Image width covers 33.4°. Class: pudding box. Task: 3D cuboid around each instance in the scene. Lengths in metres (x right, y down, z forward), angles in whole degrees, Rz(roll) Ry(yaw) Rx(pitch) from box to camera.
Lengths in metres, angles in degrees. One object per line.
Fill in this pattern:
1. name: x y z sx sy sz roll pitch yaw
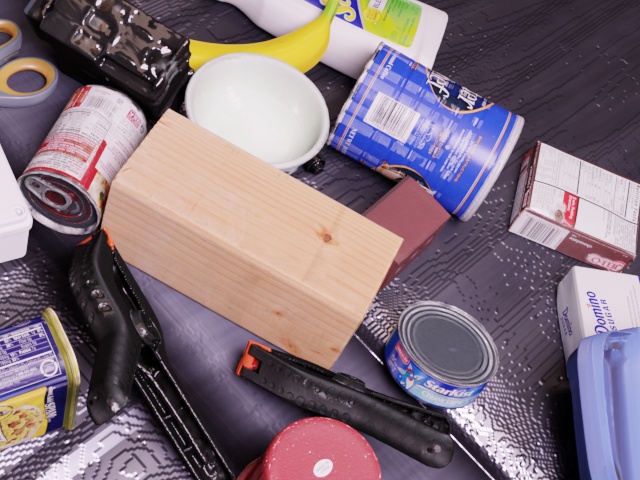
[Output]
1. pudding box: 0.235 -0.030 0.976 0.113 0.039 0.090 23 52 -6

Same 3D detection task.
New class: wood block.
1. wood block: -0.055 0.001 0.819 0.206 0.090 0.090 29 52 1

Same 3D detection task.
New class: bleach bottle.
1. bleach bottle: -0.011 -0.216 0.999 0.251 0.068 0.102 22 51 -2

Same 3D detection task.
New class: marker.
1. marker: -0.029 -0.108 0.945 0.020 0.020 0.121 -18 65 -29

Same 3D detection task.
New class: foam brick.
1. foam brick: 0.061 -0.005 0.888 0.051 0.053 0.078 42 55 11

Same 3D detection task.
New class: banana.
1. banana: -0.076 -0.166 0.939 0.197 0.037 0.069 -8 64 -4

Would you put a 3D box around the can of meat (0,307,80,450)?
1. can of meat: -0.207 0.098 0.693 0.083 0.102 0.057 -18 64 -26

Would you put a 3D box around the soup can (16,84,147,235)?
1. soup can: -0.184 -0.064 0.830 0.068 0.069 0.102 23 53 -4

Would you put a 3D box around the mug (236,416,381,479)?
1. mug: 0.003 0.177 0.726 0.117 0.082 0.093 25 53 -2

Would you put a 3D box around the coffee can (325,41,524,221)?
1. coffee can: 0.090 -0.094 0.926 0.140 0.103 0.102 29 53 1

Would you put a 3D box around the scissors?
1. scissors: -0.286 -0.105 0.854 0.096 0.016 0.201 27 53 -1

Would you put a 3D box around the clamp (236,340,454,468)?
1. clamp: 0.022 0.118 0.764 0.171 0.120 0.039 20 85 -2

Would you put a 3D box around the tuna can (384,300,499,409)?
1. tuna can: 0.094 0.090 0.836 0.086 0.034 0.086 15 40 -13

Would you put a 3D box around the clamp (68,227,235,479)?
1. clamp: -0.134 0.069 0.729 0.036 0.164 0.210 -32 59 4
